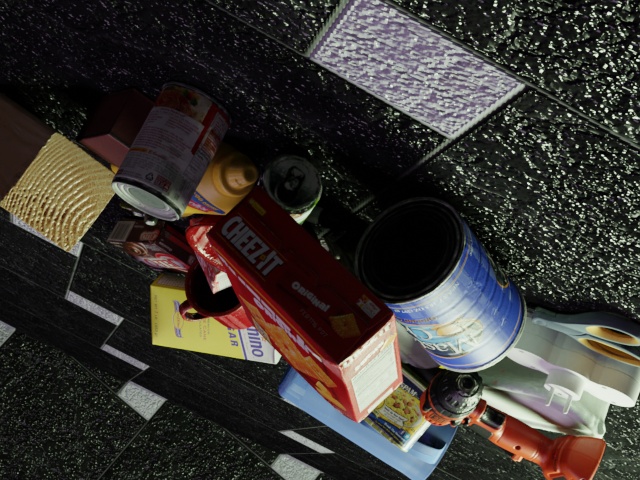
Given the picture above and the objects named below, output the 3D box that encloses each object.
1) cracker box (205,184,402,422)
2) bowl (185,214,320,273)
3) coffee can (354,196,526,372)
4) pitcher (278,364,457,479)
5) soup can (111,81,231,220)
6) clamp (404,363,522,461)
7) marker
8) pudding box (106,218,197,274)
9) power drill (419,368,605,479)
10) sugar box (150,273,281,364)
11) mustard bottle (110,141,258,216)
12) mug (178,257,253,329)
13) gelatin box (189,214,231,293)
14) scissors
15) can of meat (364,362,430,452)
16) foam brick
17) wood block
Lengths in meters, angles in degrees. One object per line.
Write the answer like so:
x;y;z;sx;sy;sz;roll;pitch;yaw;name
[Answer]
-0.010;0.066;0.950;0.164;0.072;0.213;43;168;20;cracker box
-0.057;0.001;1.117;0.162;0.055;0.162;20;159;8;bowl
0.107;0.041;0.934;0.103;0.102;0.140;11;157;39;coffee can
0.068;0.226;1.482;0.243;0.144;0.149;29;144;-2;pitcher
-0.129;-0.076;0.924;0.068;0.102;0.068;23;163;7;soup can
0.204;0.215;1.324;0.164;0.036;0.210;33;-176;-34;clamp
-0.027;-0.033;1.048;0.121;0.020;0.020;19;162;21;marker
-0.209;0.009;1.389;0.114;0.039;0.090;6;155;48;pudding box
0.198;0.193;1.122;0.187;0.057;0.184;28;166;4;power drill
-0.136;0.103;1.415;0.176;0.048;0.093;8;115;15;sugar box
-0.120;-0.062;1.030;0.096;0.058;0.192;43;156;-30;mustard bottle
-0.121;0.069;1.328;0.093;0.117;0.081;61;-175;27;mug
-0.127;0.016;1.246;0.073;0.030;0.089;64;166;12;gelatin box
0.221;0.070;1.006;0.202;0.016;0.096;23;161;8;scissors
0.099;0.207;1.362;0.102;0.084;0.057;40;-178;7;can of meat
-0.184;-0.104;1.006;0.053;0.051;0.078;35;161;-30;foam brick
-0.299;-0.078;1.090;0.090;0.090;0.206;40;175;-38;wood block
